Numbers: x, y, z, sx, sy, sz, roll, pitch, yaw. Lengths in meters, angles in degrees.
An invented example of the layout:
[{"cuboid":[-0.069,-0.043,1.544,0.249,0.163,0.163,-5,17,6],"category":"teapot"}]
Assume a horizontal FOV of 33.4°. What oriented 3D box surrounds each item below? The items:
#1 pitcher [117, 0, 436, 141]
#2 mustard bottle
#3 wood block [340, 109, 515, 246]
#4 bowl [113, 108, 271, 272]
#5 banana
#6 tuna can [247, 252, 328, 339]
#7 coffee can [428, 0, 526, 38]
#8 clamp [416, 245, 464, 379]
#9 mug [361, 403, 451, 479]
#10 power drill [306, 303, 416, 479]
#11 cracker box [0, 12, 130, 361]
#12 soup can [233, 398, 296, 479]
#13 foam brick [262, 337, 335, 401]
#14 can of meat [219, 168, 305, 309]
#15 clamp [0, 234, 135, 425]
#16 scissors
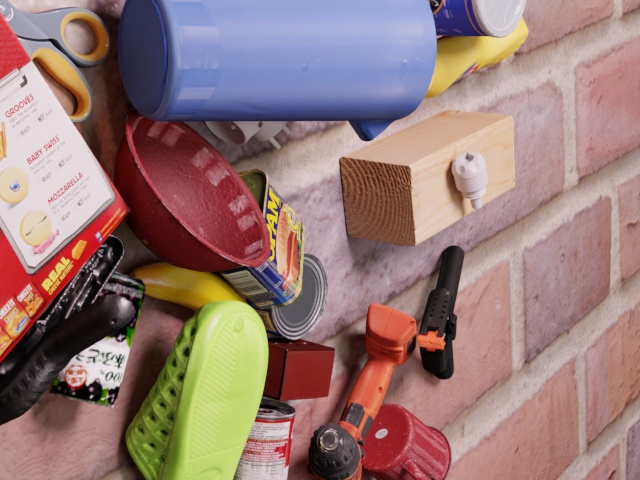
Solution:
[{"cuboid":[-0.035,-0.168,0.870,0.242,0.145,0.149,-8,66,-33],"category":"pitcher"},{"cuboid":[0.141,-0.198,1.158,0.191,0.096,0.058,-31,98,-43],"category":"mustard bottle"},{"cuboid":[0.122,-0.073,1.165,0.205,0.091,0.090,-28,119,-46],"category":"wood block"},{"cuboid":[-0.114,-0.030,0.866,0.055,0.162,0.161,-39,145,18],"category":"bowl"},{"cuboid":[-0.098,0.068,0.961,0.069,0.037,0.197,-59,137,-25],"category":"banana"},{"cuboid":[-0.032,0.052,1.044,0.085,0.034,0.086,-14,109,-50],"category":"tuna can"},{"cuboid":[0.125,-0.259,1.088,0.102,0.141,0.103,-15,109,-49],"category":"coffee can"},{"cuboid":[0.138,0.086,1.213,0.210,0.036,0.164,4,90,-78],"category":"clamp"},{"cuboid":[0.093,0.240,1.182,0.093,0.117,0.081,-45,132,2],"category":"mug"},{"cuboid":[0.040,0.162,1.097,0.184,0.057,0.187,84,30,-67],"category":"power drill"},{"cuboid":[-0.246,-0.044,0.723,0.164,0.072,0.213,-54,134,-30],"category":"cracker box"},{"cuboid":[-0.062,0.207,1.012,0.068,0.069,0.102,1,97,-52],"category":"soup can"},{"cuboid":[-0.031,0.125,1.046,0.078,0.053,0.051,6,93,-52],"category":"foam brick"},{"cuboid":[-0.056,0.001,0.966,0.083,0.058,0.102,49,36,-48],"category":"can of meat"},{"cuboid":[-0.194,0.077,0.771,0.039,0.120,0.171,39,91,-20],"category":"clamp"},{"cuboid":[-0.218,-0.173,0.776,0.096,0.016,0.201,-57,136,-29],"category":"scissors"}]
